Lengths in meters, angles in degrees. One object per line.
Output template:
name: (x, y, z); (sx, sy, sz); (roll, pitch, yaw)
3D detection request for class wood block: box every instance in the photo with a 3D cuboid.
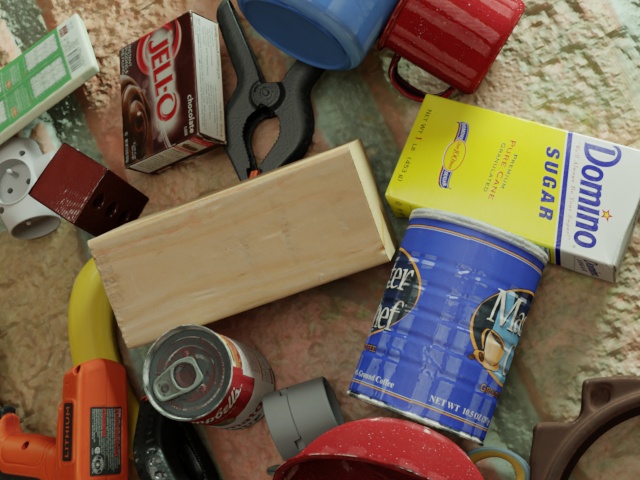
wood block: (-0.055, 0.002, 0.806); (0.206, 0.090, 0.090); (-19, 95, 11)

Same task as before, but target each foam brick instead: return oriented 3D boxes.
foam brick: (-0.188, -0.036, 0.874); (0.051, 0.078, 0.053); (31, 86, 23)

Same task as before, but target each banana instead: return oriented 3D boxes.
banana: (-0.167, 0.091, 0.857); (0.070, 0.037, 0.198); (-14, 73, 13)

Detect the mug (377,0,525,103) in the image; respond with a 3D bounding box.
mug: (0.096, -0.155, 0.815); (0.081, 0.093, 0.117); (32, 122, 2)

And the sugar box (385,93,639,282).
sugar box: (0.147, -0.041, 0.790); (0.176, 0.048, 0.093); (17, 76, 22)

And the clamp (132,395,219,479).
clamp: (-0.096, 0.194, 0.755); (0.036, 0.164, 0.210); (-29, 62, 9)

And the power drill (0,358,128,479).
power drill: (-0.237, 0.136, 0.836); (0.188, 0.057, 0.184); (-8, 81, 31)

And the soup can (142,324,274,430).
soup can: (-0.080, 0.104, 0.793); (0.068, 0.102, 0.068); (-4, 75, 15)

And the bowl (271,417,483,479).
bowl: (0.051, 0.166, 0.712); (0.162, 0.162, 0.055); (10, 51, 19)

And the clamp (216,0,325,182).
clamp: (-0.030, -0.120, 0.870); (0.120, 0.039, 0.171); (-3, 81, 20)

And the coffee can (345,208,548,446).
coffee can: (0.089, 0.061, 0.753); (0.103, 0.102, 0.140); (18, 82, 20)

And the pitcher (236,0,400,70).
pitcher: (0.031, -0.261, 0.804); (0.149, 0.145, 0.242); (29, 79, -1)

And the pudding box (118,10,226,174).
pudding box: (-0.123, -0.120, 0.881); (0.090, 0.039, 0.113); (-19, 71, 38)
